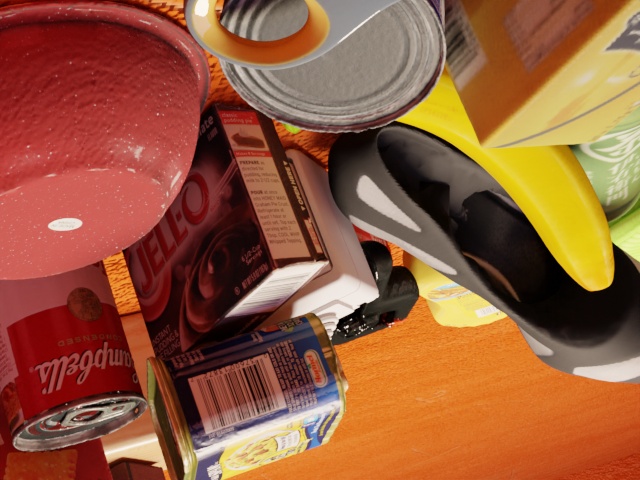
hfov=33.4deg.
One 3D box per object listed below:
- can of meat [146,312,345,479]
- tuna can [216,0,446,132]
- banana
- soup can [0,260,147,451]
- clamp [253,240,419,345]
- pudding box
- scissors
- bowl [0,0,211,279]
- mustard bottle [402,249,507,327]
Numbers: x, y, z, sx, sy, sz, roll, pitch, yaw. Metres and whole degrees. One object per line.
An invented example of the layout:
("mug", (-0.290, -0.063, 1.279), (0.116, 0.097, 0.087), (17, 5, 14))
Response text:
("can of meat", (-0.038, 0.082, 0.531), (0.083, 0.057, 0.102), (-16, 159, -15))
("tuna can", (0.005, -0.082, 0.405), (0.086, 0.033, 0.086), (4, 142, 3))
("banana", (0.075, -0.044, 0.515), (0.197, 0.037, 0.069), (26, 96, -20))
("soup can", (-0.135, 0.047, 0.546), (0.068, 0.102, 0.068), (-18, 159, -7))
("clamp", (0.008, 0.046, 0.679), (0.120, 0.039, 0.171), (-24, 163, 12))
("pudding box", (-0.053, 0.001, 0.526), (0.039, 0.090, 0.114), (-2, 152, -44))
("scissors", (0.036, -0.078, 0.352), (0.201, 0.016, 0.096), (19, 139, -2))
("bowl", (-0.115, -0.028, 0.445), (0.162, 0.055, 0.162), (-19, 159, -7))
("mustard bottle", (0.107, 0.010, 0.744), (0.096, 0.058, 0.191), (-23, 160, 8))
